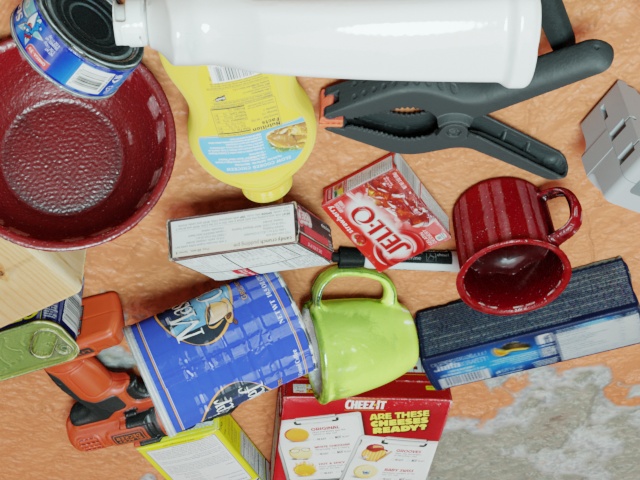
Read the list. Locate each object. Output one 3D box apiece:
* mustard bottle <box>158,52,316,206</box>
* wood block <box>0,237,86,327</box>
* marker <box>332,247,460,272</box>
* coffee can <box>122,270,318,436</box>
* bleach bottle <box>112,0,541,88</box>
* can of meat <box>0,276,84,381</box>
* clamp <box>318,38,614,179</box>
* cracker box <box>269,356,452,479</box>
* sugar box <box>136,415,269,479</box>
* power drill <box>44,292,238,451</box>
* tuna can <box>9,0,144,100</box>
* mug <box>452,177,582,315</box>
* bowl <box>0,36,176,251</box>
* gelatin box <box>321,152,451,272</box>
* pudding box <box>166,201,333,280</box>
[{"bbox_3d":[-0.053,-0.094,0.787,0.096,0.058,0.191,-12,136,1],"label":"mustard bottle"},{"bbox_3d":[-0.279,-0.034,0.816,0.091,0.090,0.206,-23,133,19],"label":"wood block"},{"bbox_3d":[0.070,0.017,0.942,0.121,0.020,0.020,2,137,-6],"label":"marker"},{"bbox_3d":[-0.086,0.094,0.923,0.140,0.103,0.103,-23,138,-10],"label":"coffee can"},{"bbox_3d":[0.000,-0.135,0.656,0.250,0.102,0.068,-3,126,-4],"label":"bleach bottle"},{"bbox_3d":[-0.257,0.065,0.927,0.102,0.084,0.057,-17,135,15],"label":"can of meat"},{"bbox_3d":[0.105,-0.091,0.807,0.210,0.036,0.164,-2,152,7],"label":"clamp"},{"bbox_3d":[0.034,0.198,1.098,0.164,0.072,0.214,2,136,-6],"label":"cracker box"},{"bbox_3d":[-0.118,0.239,1.153,0.093,0.048,0.176,-15,139,12],"label":"sugar box"},{"bbox_3d":[-0.186,0.130,1.021,0.184,0.057,0.187,-16,135,9],"label":"power drill"},{"bbox_3d":[-0.161,-0.138,0.714,0.086,0.086,0.034,29,127,-30],"label":"tuna can"},{"bbox_3d":[0.162,-0.004,0.879,0.093,0.081,0.117,33,127,-32],"label":"mug"},{"bbox_3d":[-0.186,-0.067,0.768,0.162,0.162,0.055,7,168,-10],"label":"bowl"},{"bbox_3d":[0.055,-0.022,0.884,0.073,0.030,0.089,-26,124,24],"label":"gelatin box"},{"bbox_3d":[-0.056,0.001,0.868,0.114,0.039,0.090,-10,165,16],"label":"pudding box"}]
